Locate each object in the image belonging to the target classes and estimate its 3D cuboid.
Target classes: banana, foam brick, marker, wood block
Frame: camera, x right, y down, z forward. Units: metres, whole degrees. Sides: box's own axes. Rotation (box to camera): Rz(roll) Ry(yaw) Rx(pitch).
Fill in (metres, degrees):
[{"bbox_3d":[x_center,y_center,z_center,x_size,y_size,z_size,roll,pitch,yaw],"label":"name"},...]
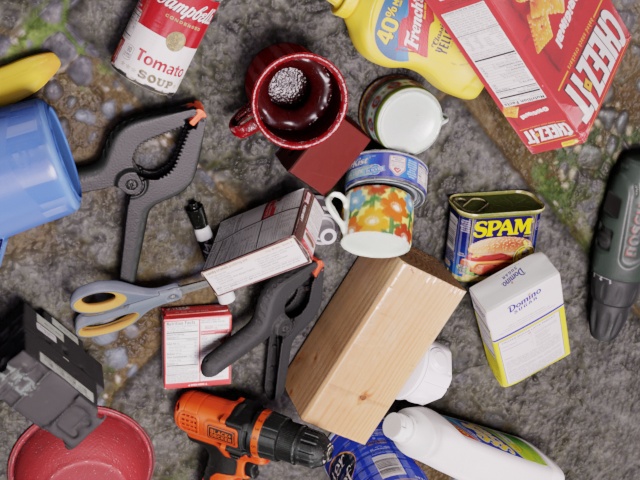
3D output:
[{"bbox_3d":[-0.338,-0.144,0.966,0.197,0.037,0.070,3,113,-17],"label":"banana"},{"bbox_3d":[0.003,-0.095,1.080,0.051,0.053,0.078,35,100,-27],"label":"foam brick"},{"bbox_3d":[-0.115,0.013,1.114,0.020,0.020,0.121,-20,118,-7],"label":"marker"},{"bbox_3d":[0.055,0.106,1.167,0.090,0.090,0.206,26,104,-26],"label":"wood block"}]

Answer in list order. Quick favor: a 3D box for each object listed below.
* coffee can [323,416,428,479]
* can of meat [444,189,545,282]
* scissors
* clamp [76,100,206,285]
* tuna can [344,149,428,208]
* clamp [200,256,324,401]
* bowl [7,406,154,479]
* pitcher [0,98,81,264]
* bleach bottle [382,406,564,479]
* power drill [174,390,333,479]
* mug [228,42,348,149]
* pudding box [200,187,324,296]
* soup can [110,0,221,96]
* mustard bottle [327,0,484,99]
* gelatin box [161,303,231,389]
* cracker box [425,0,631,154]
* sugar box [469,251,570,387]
[{"bbox_3d":[0.069,0.279,1.221,0.102,0.140,0.103,-6,115,-14],"label":"coffee can"},{"bbox_3d":[0.189,-0.005,1.175,0.102,0.057,0.084,-4,117,-15],"label":"can of meat"},{"bbox_3d":[-0.166,0.048,1.085,0.202,0.016,0.096,-24,148,6],"label":"scissors"},{"bbox_3d":[-0.197,-0.063,1.045,0.164,0.036,0.210,34,105,-27],"label":"clamp"},{"bbox_3d":[0.067,-0.060,1.097,0.086,0.086,0.033,15,66,-22],"label":"tuna can"},{"bbox_3d":[-0.044,0.096,1.153,0.171,0.039,0.120,-51,141,-3],"label":"clamp"},{"bbox_3d":[-0.258,0.263,1.166,0.162,0.055,0.162,-6,116,-13],"label":"bowl"},{"bbox_3d":[-0.340,-0.031,0.952,0.242,0.145,0.149,-18,136,-5],"label":"pitcher"},{"bbox_3d":[0.170,0.246,1.231,0.250,0.103,0.068,26,99,-39],"label":"bleach bottle"},{"bbox_3d":[-0.074,0.263,1.175,0.185,0.057,0.188,15,118,23],"label":"power drill"},{"bbox_3d":[-0.037,-0.137,1.031,0.117,0.081,0.093,-35,115,2],"label":"mug"},{"bbox_3d":[-0.057,0.001,1.064,0.114,0.090,0.039,-23,120,24],"label":"pudding box"},{"bbox_3d":[-0.143,-0.194,0.984,0.068,0.068,0.102,22,106,-24],"label":"soup can"},{"bbox_3d":[0.085,-0.214,1.046,0.191,0.058,0.096,18,98,-22],"label":"mustard bottle"},{"bbox_3d":[-0.134,0.113,1.148,0.073,0.030,0.089,-3,114,-14],"label":"gelatin box"},{"bbox_3d":[0.206,-0.218,1.028,0.213,0.072,0.164,49,55,-27],"label":"cracker box"},{"bbox_3d":[0.226,0.091,1.202,0.093,0.048,0.176,-28,140,-4],"label":"sugar box"}]
